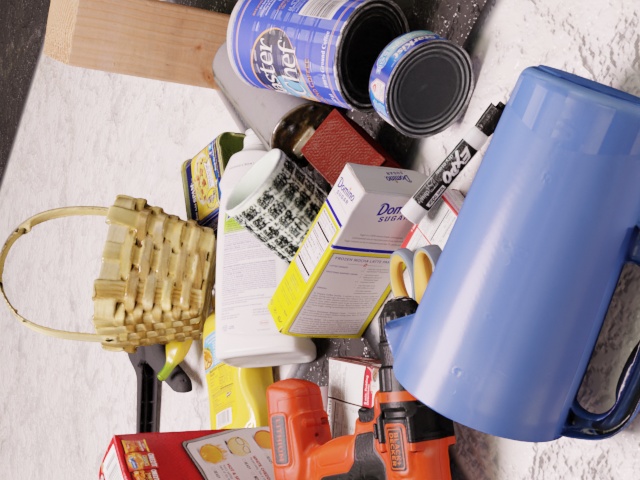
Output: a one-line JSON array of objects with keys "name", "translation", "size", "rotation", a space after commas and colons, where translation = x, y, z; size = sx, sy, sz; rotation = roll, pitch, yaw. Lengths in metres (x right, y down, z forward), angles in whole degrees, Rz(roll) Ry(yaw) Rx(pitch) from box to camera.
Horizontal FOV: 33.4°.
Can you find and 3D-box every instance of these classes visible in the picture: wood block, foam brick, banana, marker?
[{"name": "wood block", "translation": [-0.202, -0.236, 1.234], "size": [0.091, 0.205, 0.090], "rotation": [28, 109, 55]}, {"name": "foam brick", "translation": [0.031, -0.071, 0.969], "size": [0.053, 0.051, 0.078], "rotation": [-48, 59, 12]}, {"name": "banana", "translation": [-0.194, 0.086, 1.319], "size": [0.198, 0.069, 0.037], "rotation": [-119, 5, -49]}, {"name": "marker", "translation": [0.111, -0.064, 0.872], "size": [0.121, 0.020, 0.020], "rotation": [-51, 43, 12]}]

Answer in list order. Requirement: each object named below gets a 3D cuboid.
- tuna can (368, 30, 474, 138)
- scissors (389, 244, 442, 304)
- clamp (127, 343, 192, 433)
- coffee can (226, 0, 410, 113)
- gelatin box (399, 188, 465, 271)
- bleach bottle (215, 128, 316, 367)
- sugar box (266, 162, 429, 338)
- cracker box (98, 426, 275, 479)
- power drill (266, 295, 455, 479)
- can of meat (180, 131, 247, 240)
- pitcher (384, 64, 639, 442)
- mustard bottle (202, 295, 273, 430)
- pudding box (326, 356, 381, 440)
[{"name": "tuna can", "translation": [0.084, -0.131, 0.894], "size": [0.034, 0.086, 0.086], "rotation": [45, 123, 51]}, {"name": "scissors", "translation": [0.084, 0.093, 0.896], "size": [0.096, 0.016, 0.202], "rotation": [-139, 44, -59]}, {"name": "clamp", "translation": [-0.212, 0.146, 1.356], "size": [0.165, 0.036, 0.210], "rotation": [-49, 46, 46]}, {"name": "coffee can", "translation": [-0.002, -0.180, 0.986], "size": [0.141, 0.102, 0.103], "rotation": [19, 103, 40]}, {"name": "gelatin box", "translation": [0.110, 0.010, 0.888], "size": [0.089, 0.030, 0.073], "rotation": [57, 130, 43]}, {"name": "bleach bottle", "translation": [-0.057, 0.001, 1.105], "size": [0.103, 0.068, 0.251], "rotation": [-7, 70, 19]}, {"name": "sugar box", "translation": [0.030, 0.013, 0.953], "size": [0.176, 0.093, 0.048], "rotation": [-61, 40, 31]}, {"name": "cracker box", "translation": [-0.082, 0.257, 0.983], "size": [0.072, 0.213, 0.164], "rotation": [-63, 39, 33]}, {"name": "power drill", "translation": [0.030, 0.147, 0.893], "size": [0.188, 0.057, 0.184], "rotation": [-15, 77, 51]}, {"name": "can of meat", "translation": [-0.111, -0.063, 1.211], "size": [0.084, 0.057, 0.102], "rotation": [-34, 59, 48]}, {"name": "pitcher", "translation": [0.159, 0.012, 0.740], "size": [0.145, 0.149, 0.243], "rotation": [-126, 52, -65]}, {"name": "mustard bottle", "translation": [-0.090, 0.133, 1.152], "size": [0.096, 0.058, 0.191], "rotation": [-34, 58, 50]}, {"name": "pudding box", "translation": [0.049, 0.154, 0.957], "size": [0.114, 0.039, 0.090], "rotation": [2, 90, 59]}]
